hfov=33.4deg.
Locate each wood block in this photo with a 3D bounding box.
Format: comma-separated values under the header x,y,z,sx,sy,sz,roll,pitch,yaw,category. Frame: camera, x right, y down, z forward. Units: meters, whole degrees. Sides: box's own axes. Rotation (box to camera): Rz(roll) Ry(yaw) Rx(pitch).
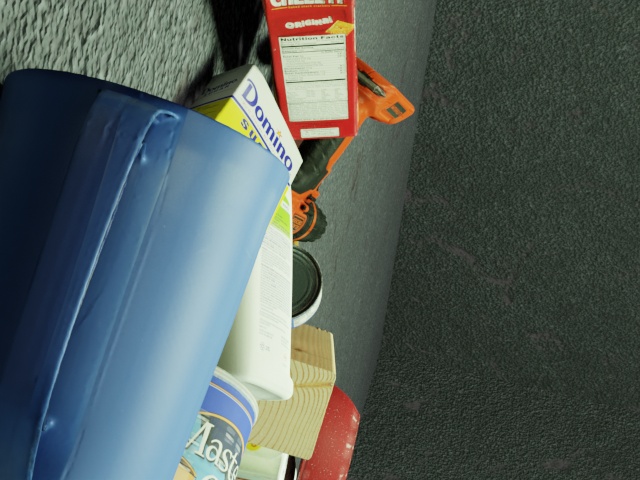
x,y,z,sx,sy,sz,roll,pitch,yaw,category
-0.040,0.141,1.090,0.206,0.091,0.090,-88,-165,-85,wood block

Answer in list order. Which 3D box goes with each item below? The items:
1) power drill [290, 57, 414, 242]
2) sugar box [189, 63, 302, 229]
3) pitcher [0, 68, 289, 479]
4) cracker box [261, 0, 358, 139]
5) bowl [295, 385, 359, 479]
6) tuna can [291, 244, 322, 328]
x,y,z,sx,sy,sz,roll,pitch,yaw,category
0.010,-0.078,1.046,0.188,0.057,0.184,-51,163,5,power drill
-0.067,-0.049,0.760,0.093,0.048,0.176,64,28,-26,sugar box
-0.110,0.056,0.452,0.149,0.145,0.243,29,74,-49,pitcher
-0.011,-0.200,0.827,0.214,0.072,0.164,83,3,-66,cracker box
0.009,0.239,1.233,0.162,0.055,0.162,16,88,-88,bowl
-0.041,0.047,1.083,0.034,0.086,0.086,90,15,-64,tuna can
